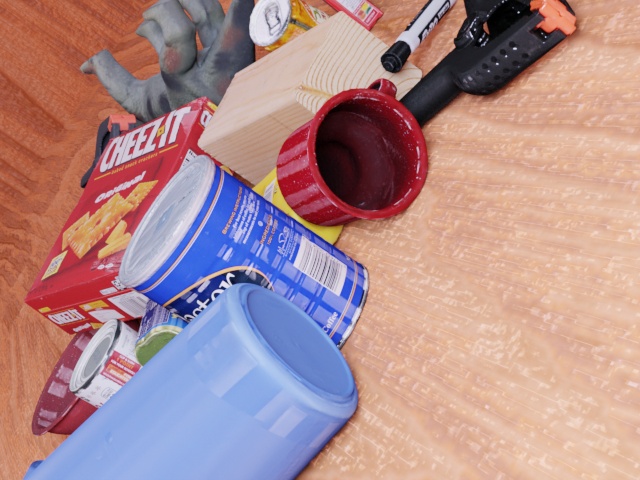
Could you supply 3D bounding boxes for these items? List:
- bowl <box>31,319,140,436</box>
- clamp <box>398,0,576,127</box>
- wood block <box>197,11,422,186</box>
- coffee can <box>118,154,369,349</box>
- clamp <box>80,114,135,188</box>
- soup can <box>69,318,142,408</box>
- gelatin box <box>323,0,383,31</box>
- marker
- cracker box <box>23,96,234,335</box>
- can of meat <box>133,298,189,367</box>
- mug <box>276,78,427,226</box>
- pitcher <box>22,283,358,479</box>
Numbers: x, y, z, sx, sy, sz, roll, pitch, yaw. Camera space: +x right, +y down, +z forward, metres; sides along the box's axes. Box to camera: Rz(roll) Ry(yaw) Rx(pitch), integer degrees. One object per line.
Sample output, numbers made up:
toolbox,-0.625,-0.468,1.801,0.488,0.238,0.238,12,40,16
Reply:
bowl,-0.219,0.133,1.061,0.162,0.055,0.162,-46,22,25
clamp,0.109,-0.133,0.760,0.164,0.036,0.210,-58,16,-3
wood block,-0.016,-0.112,0.931,0.206,0.090,0.090,-11,49,62
coffee can,-0.052,0.022,0.735,0.103,0.140,0.103,-46,22,25
clamp,-0.233,-0.066,1.190,0.120,0.039,0.172,65,149,24
soup can,-0.135,0.114,0.835,0.069,0.102,0.068,-45,23,25
gelatin box,0.020,-0.250,1.086,0.030,0.073,0.089,-51,20,10
marker,0.080,-0.172,0.868,0.020,0.020,0.121,-31,16,48
cracker box,-0.177,-0.023,1.031,0.164,0.072,0.213,-15,44,42
can of meat,-0.085,0.068,0.797,0.058,0.102,0.084,-42,27,33
mug,0.022,-0.066,0.776,0.082,0.093,0.117,-19,47,65
pitcher,-0.088,0.151,0.663,0.243,0.149,0.145,-46,5,16
